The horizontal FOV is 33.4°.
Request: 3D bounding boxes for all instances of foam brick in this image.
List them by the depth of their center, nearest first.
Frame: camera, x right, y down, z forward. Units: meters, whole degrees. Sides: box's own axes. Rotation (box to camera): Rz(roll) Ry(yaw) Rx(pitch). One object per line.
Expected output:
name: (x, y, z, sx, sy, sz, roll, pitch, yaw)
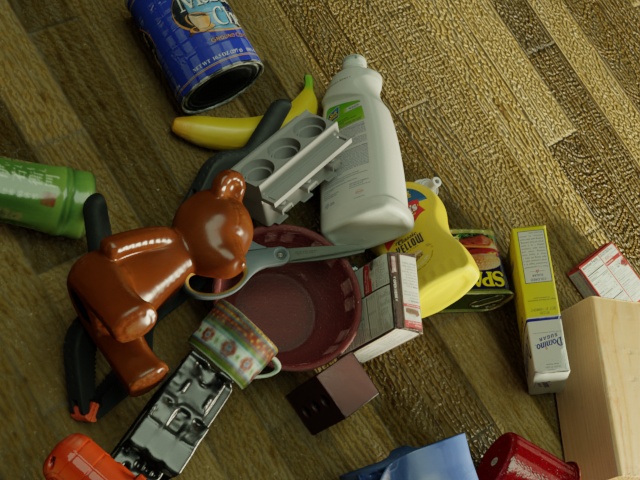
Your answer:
foam brick: (0.012, 0.157, 1.092, 0.051, 0.078, 0.053, -31, 83, -35)

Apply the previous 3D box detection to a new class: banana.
banana: (-0.072, -0.133, 1.213, 0.197, 0.037, 0.070, -23, 61, -33)

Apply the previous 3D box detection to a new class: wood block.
wood block: (0.334, 0.179, 1.230, 0.090, 0.091, 0.206, 8, 64, -24)

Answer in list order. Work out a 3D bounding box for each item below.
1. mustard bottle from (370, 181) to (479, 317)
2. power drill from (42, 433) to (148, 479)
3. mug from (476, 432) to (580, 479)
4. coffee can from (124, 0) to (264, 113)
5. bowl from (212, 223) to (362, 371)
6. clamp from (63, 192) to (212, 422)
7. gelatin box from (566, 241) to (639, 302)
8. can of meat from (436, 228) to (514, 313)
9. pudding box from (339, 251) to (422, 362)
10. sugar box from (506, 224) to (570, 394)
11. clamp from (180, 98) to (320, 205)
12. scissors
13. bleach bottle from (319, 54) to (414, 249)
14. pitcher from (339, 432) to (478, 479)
mustard bottle: (0.099, -0.009, 1.196, 0.058, 0.096, 0.192, 39, 22, -46)
power drill: (-0.166, 0.251, 0.898, 0.184, 0.188, 0.057, 44, 55, 0)
mug: (0.213, 0.265, 1.131, 0.081, 0.093, 0.117, 31, 42, -5)
coffee can: (-0.140, -0.227, 1.180, 0.102, 0.103, 0.140, -23, 79, -32)
bowl: (-0.040, 0.066, 1.117, 0.162, 0.055, 0.162, 8, 65, -16)
clamp: (-0.185, 0.078, 1.042, 0.164, 0.036, 0.210, 26, 70, -39)
gelatin box: (0.361, 0.056, 1.337, 0.073, 0.030, 0.089, -32, 84, -32)
can of meat: (0.165, 0.035, 1.236, 0.101, 0.058, 0.084, 0, 65, -26)
pudding box: (0.059, 0.071, 1.134, 0.039, 0.114, 0.090, 9, 64, -28)
sugar box: (0.249, 0.081, 1.231, 0.048, 0.093, 0.176, -4, 67, 5)
clamp: (-0.072, -0.063, 1.168, 0.171, 0.039, 0.120, -40, 111, -22)
scissors: (-0.057, 0.001, 1.096, 0.201, 0.016, 0.096, -21, 79, -26)
bleach bottle: (0.048, -0.113, 1.212, 0.068, 0.103, 0.251, 39, 41, -44)
pitcher: (0.124, 0.319, 1.053, 0.149, 0.145, 0.243, -16, 78, -18)
